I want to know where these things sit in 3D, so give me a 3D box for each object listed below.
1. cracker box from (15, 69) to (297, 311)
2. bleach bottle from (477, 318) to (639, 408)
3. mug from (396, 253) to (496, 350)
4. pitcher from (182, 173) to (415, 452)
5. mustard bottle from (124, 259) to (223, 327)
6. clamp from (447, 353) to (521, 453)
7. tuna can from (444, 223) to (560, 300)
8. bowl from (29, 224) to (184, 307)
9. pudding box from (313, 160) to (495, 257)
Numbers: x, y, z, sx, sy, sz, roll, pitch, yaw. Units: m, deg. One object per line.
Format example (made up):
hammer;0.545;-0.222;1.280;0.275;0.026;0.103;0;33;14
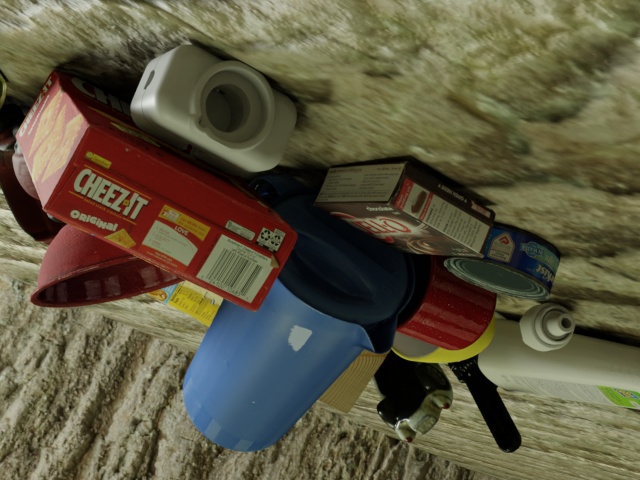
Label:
cracker box;-0.125;-0.045;0.777;0.164;0.072;0.214;28;-172;-26
bleach bottle;0.283;0.130;1.038;0.251;0.068;0.102;6;161;43
mug;0.090;0.043;0.925;0.081;0.093;0.117;22;-178;-31
pitcher;-0.036;0.070;0.911;0.145;0.149;0.243;24;134;-10
mustard bottle;-0.132;0.029;1.023;0.191;0.058;0.096;29;144;-7
clamp;0.154;0.128;1.158;0.164;0.036;0.210;53;-169;-7
tuna can;0.142;0.016;0.834;0.086;0.033;0.086;20;168;4
bowl;-0.174;0.010;0.918;0.162;0.055;0.162;-14;170;-3
pudding box;0.061;-0.022;0.789;0.090;0.039;0.114;26;167;-26
